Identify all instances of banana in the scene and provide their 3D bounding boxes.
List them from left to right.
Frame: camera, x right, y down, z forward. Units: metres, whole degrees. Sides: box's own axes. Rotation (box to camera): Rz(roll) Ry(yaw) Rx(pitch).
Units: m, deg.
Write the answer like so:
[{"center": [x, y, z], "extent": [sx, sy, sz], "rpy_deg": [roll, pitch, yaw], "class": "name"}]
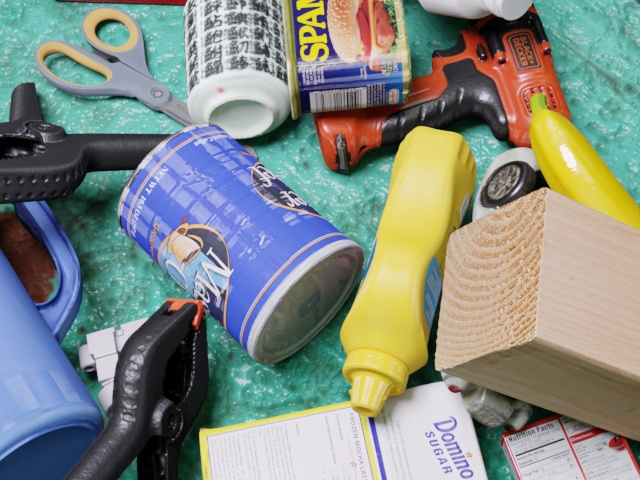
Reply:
[{"center": [0.198, -0.018, 0.707], "extent": [0.198, 0.037, 0.069], "rpy_deg": [53, 42, 5], "class": "banana"}]

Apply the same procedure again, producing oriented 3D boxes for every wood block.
[{"center": [0.179, 0.056, 0.630], "extent": [0.205, 0.090, 0.091], "rpy_deg": [21, 63, -24], "class": "wood block"}]

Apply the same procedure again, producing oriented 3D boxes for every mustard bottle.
[{"center": [0.055, 0.026, 0.701], "extent": [0.058, 0.096, 0.191], "rpy_deg": [13, 61, 10], "class": "mustard bottle"}]

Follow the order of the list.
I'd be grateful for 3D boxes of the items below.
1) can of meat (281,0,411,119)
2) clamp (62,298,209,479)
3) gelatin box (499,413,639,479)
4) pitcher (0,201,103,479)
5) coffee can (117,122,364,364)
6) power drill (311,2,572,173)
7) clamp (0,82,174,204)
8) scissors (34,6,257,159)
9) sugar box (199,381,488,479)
[{"center": [0.017, -0.139, 0.753], "extent": [0.084, 0.057, 0.102], "rpy_deg": [-5, 60, 0], "class": "can of meat"}, {"center": [-0.105, 0.123, 0.675], "extent": [0.039, 0.120, 0.171], "rpy_deg": [9, 59, 25], "class": "clamp"}, {"center": [0.163, 0.153, 0.675], "extent": [0.073, 0.030, 0.089], "rpy_deg": [-19, 64, -2], "class": "gelatin box"}, {"center": [-0.238, 0.056, 0.700], "extent": [0.149, 0.144, 0.243], "rpy_deg": [-50, 63, 15], "class": "pitcher"}, {"center": [-0.055, 0.001, 0.730], "extent": [0.102, 0.103, 0.140], "rpy_deg": [-43, 68, -14], "class": "coffee can"}, {"center": [0.079, -0.135, 0.807], "extent": [0.187, 0.057, 0.184], "rpy_deg": [-13, 60, 0], "class": "power drill"}, {"center": [-0.185, -0.062, 0.751], "extent": [0.164, 0.036, 0.209], "rpy_deg": [15, 23, 8], "class": "clamp"}, {"center": [-0.128, -0.131, 0.849], "extent": [0.202, 0.016, 0.096], "rpy_deg": [18, 62, 8], "class": "scissors"}, {"center": [0.015, 0.153, 0.682], "extent": [0.176, 0.048, 0.093], "rpy_deg": [-9, 62, -2], "class": "sugar box"}]
